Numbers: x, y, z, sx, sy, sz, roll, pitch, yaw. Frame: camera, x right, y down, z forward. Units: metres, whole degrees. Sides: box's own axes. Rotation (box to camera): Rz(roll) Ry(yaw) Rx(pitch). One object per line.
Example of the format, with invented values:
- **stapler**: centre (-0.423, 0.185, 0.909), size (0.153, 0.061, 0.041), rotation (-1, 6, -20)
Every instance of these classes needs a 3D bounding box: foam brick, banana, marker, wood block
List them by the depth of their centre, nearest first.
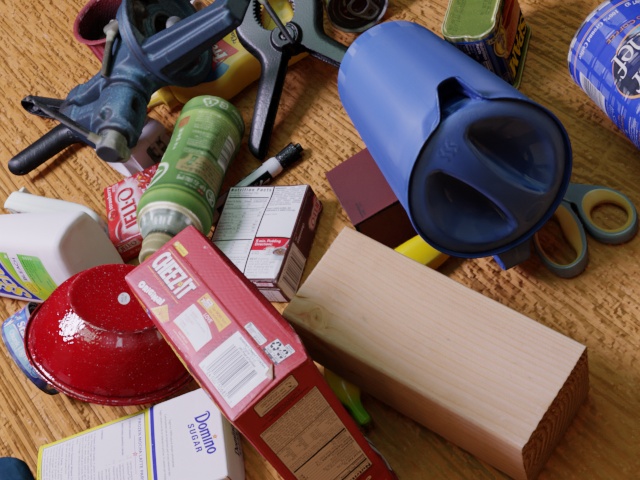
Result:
- **wood block**: centre (0.086, 0.085, 0.799), size (0.206, 0.090, 0.090), rotation (27, 71, 27)
- **banana**: centre (0.052, 0.062, 0.899), size (0.070, 0.037, 0.197), rotation (21, 68, 18)
- **foam brick**: centre (0.047, -0.035, 0.963), size (0.053, 0.051, 0.078), rotation (-30, 47, 5)
- **marker**: centre (-0.067, -0.058, 1.060), size (0.121, 0.020, 0.020), rotation (-37, 48, -2)

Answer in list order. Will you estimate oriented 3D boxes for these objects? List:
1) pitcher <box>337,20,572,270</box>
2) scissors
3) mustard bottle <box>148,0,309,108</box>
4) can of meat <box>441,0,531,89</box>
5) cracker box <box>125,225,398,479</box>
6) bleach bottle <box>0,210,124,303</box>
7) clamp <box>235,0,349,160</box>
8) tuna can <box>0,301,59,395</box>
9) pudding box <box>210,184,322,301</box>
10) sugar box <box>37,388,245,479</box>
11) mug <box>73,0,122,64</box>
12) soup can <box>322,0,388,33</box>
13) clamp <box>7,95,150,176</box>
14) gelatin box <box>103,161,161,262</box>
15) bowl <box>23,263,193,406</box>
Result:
- **pitcher**: centre (0.100, -0.089, 0.893), size (0.243, 0.144, 0.149), rotation (-119, 44, -58)
- **scissors**: centre (0.210, -0.056, 0.918), size (0.096, 0.016, 0.202), rotation (-15, 50, 15)
- **mustard bottle**: centre (-0.109, -0.198, 1.161), size (0.191, 0.058, 0.096), rotation (-29, 58, 5)
- **can of meat**: centre (0.156, -0.197, 1.006), size (0.058, 0.084, 0.102), rotation (0, 56, 28)
- **cracker box**: centre (-0.037, 0.109, 0.787), size (0.072, 0.213, 0.164), rotation (-40, 48, -7)
- **bleach bottle**: centre (-0.321, 0.021, 1.092), size (0.251, 0.102, 0.068), rotation (-1, 41, 34)
- **clamp**: centre (-0.038, -0.195, 1.092), size (0.164, 0.036, 0.210), rotation (-32, 74, 5)
- **tuna can**: centre (-0.258, 0.101, 0.994), size (0.034, 0.086, 0.086), rotation (-36, 48, 1)
- **pudding box**: centre (-0.056, 0.001, 0.998), size (0.090, 0.039, 0.113), rotation (-1, 54, 28)
- **sugar box**: centre (-0.152, 0.193, 0.898), size (0.176, 0.048, 0.093), rotation (-18, 49, 9)
- **mug**: centre (-0.231, -0.239, 1.239), size (0.093, 0.081, 0.117), rotation (-46, 49, -10)
- **soup can**: centre (0.026, -0.279, 1.147), size (0.068, 0.068, 0.102), rotation (-27, 47, 7)
- **clamp**: centre (-0.280, -0.144, 1.223), size (0.171, 0.039, 0.120), rotation (-19, 53, 5)
- **gelatin box**: centre (-0.181, -0.031, 1.091), size (0.073, 0.030, 0.089), rotation (-24, 48, 9)
- **bowl**: centre (-0.178, 0.070, 0.940), size (0.162, 0.055, 0.162), rotation (9, 37, -7)
